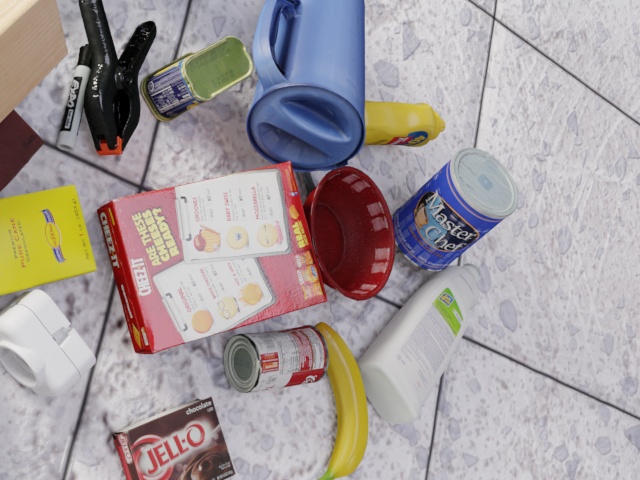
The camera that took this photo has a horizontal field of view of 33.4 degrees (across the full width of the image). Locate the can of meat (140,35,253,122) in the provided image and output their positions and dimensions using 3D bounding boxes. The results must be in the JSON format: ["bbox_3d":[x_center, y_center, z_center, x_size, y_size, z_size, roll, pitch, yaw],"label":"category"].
[{"bbox_3d":[-0.136,-0.183,1.193,0.101,0.084,0.057,-39,106,-39],"label":"can of meat"}]

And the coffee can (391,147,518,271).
[{"bbox_3d":[0.170,-0.038,1.369,0.102,0.141,0.103,19,50,-24],"label":"coffee can"}]

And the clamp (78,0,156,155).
[{"bbox_3d":[-0.223,-0.179,1.130,0.120,0.039,0.171,28,61,-54],"label":"clamp"}]

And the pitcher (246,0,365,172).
[{"bbox_3d":[-0.012,-0.213,1.242,0.145,0.149,0.242,13,49,-8],"label":"pitcher"}]

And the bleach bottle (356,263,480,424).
[{"bbox_3d":[0.144,0.119,1.386,0.250,0.068,0.102,-46,110,-39],"label":"bleach bottle"}]

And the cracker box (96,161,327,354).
[{"bbox_3d":[-0.115,0.016,1.155,0.213,0.072,0.164,-15,90,-28],"label":"cracker box"}]

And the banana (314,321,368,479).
[{"bbox_3d":[0.026,0.197,1.284,0.069,0.037,0.198,7,77,-41],"label":"banana"}]

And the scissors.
[{"bbox_3d":[-0.014,-0.035,1.312,0.096,0.016,0.201,-46,111,-37],"label":"scissors"}]

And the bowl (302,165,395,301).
[{"bbox_3d":[0.022,-0.006,1.278,0.161,0.055,0.162,13,73,-48],"label":"bowl"}]

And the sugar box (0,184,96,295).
[{"bbox_3d":[-0.311,0.007,1.030,0.175,0.048,0.093,-17,93,-42],"label":"sugar box"}]

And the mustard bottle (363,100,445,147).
[{"bbox_3d":[0.091,-0.150,1.372,0.191,0.096,0.058,-5,84,-41],"label":"mustard bottle"}]

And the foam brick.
[{"bbox_3d":[-0.319,-0.084,1.038,0.053,0.051,0.078,50,54,-23],"label":"foam brick"}]

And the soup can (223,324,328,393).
[{"bbox_3d":[-0.050,0.134,1.212,0.102,0.069,0.068,-3,83,-40],"label":"soup can"}]

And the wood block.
[{"bbox_3d":[-0.337,-0.159,0.991,0.205,0.090,0.091,-56,161,-33],"label":"wood block"}]

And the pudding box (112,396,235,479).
[{"bbox_3d":[-0.154,0.225,1.123,0.113,0.039,0.090,-18,93,-41],"label":"pudding box"}]

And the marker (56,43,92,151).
[{"bbox_3d":[-0.256,-0.153,1.127,0.020,0.020,0.121,22,67,-35],"label":"marker"}]
